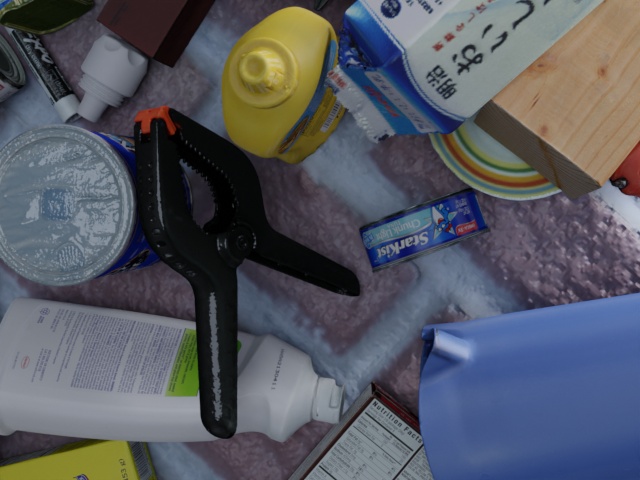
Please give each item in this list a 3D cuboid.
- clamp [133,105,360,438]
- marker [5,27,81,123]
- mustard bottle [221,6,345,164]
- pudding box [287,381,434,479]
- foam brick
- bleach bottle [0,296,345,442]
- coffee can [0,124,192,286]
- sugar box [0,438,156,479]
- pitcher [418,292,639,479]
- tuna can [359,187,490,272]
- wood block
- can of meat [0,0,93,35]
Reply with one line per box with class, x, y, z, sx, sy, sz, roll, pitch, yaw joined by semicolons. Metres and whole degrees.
clamp;-0.055;0.001;0.706;0.036;0.164;0.210;-4;115;45
marker;-0.217;-0.143;0.804;0.020;0.020;0.121;-33;87;9
mustard bottle;-0.022;-0.100;0.689;0.058;0.191;0.096;29;96;6
pudding box;0.037;0.172;0.766;0.090;0.039;0.113;40;96;-2
foam brick;-0.114;-0.174;0.771;0.053;0.051;0.078;35;97;7
bleach bottle;-0.109;0.105;0.765;0.251;0.068;0.102;8;56;7
coffee can;-0.156;-0.025;0.739;0.103;0.140;0.103;0;93;9
sugar box;-0.209;0.207;0.807;0.176;0.048;0.093;-16;90;8
pitcher;0.193;0.103;0.681;0.243;0.149;0.145;-14;83;20
tuna can;0.071;-0.007;0.733;0.086;0.086;0.034;-20;88;9
wood block;0.201;-0.137;0.689;0.090;0.091;0.206;38;89;3
can of meat;-0.212;-0.198;0.760;0.057;0.102;0.084;-25;91;10
